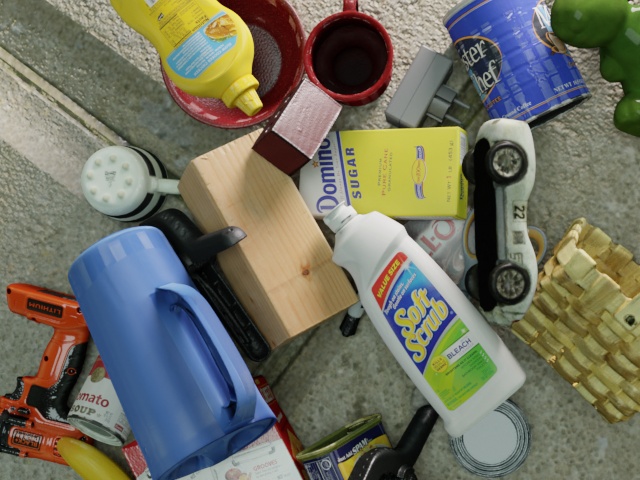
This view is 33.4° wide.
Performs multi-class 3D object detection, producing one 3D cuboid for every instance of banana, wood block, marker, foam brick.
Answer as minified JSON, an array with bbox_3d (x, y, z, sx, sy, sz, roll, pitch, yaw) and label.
[{"bbox_3d":[-0.212,0.290,1.141,0.070,0.037,0.198,-23,100,20],"label":"banana"},{"bbox_3d":[-0.057,0.001,1.117,0.090,0.090,0.206,-27,84,-22],"label":"wood block"},{"bbox_3d":[0.047,0.052,1.128,0.020,0.020,0.121,25,116,8],"label":"marker"},{"bbox_3d":[-0.023,-0.115,1.087,0.051,0.053,0.078,36,60,-12],"label":"foam brick"}]

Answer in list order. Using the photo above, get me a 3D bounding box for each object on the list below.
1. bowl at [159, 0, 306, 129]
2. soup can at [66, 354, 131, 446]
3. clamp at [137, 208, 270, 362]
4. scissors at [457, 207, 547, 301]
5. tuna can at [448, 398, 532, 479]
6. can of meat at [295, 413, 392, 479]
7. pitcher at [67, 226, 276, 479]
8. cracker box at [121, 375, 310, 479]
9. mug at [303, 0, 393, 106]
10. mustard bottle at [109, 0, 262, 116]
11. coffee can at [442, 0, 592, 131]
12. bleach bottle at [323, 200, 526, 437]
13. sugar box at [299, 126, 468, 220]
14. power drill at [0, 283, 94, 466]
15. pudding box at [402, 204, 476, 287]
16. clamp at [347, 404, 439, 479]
[{"bbox_3d":[-0.090,-0.198,1.159,0.162,0.055,0.162,0,88,8],"label":"bowl"},{"bbox_3d":[-0.219,0.159,1.141,0.068,0.068,0.102,20,64,8],"label":"soup can"},{"bbox_3d":[-0.127,0.016,1.110,0.036,0.164,0.210,-30,47,-28],"label":"clamp"},{"bbox_3d":[0.167,0.056,1.094,0.096,0.016,0.202,17,93,13],"label":"scissors"},{"bbox_3d":[0.178,0.204,1.119,0.086,0.033,0.086,0,88,8],"label":"tuna can"},{"bbox_3d":[0.036,0.239,1.107,0.058,0.101,0.084,-27,87,47],"label":"can of meat"},{"bbox_3d":[-0.150,0.105,1.057,0.149,0.145,0.243,-32,74,7],"label":"pitcher"},{"bbox_3d":[-0.087,0.275,1.137,0.164,0.072,0.214,-29,84,6],"label":"cracker box"},{"bbox_3d":[0.033,-0.199,1.128,0.093,0.081,0.117,-3,88,8],"label":"mug"},{"bbox_3d":[-0.126,-0.207,1.106,0.096,0.058,0.191,-39,84,4],"label":"mustard bottle"},{"bbox_3d":[0.200,-0.187,1.093,0.103,0.102,0.140,-26,85,6],"label":"coffee can"},{"bbox_3d":[0.089,0.069,1.068,0.102,0.068,0.251,-41,88,10],"label":"bleach bottle"},{"bbox_3d":[0.064,-0.068,1.113,0.176,0.048,0.093,0,84,22],"label":"sugar box"},{"bbox_3d":[-0.327,0.145,1.183,0.184,0.057,0.188,13,93,4],"label":"power drill"},{"bbox_3d":[0.125,0.011,1.130,0.113,0.039,0.090,-42,84,5],"label":"pudding box"},{"bbox_3d":[0.086,0.251,1.082,0.039,0.171,0.120,-27,87,46],"label":"clamp"}]
